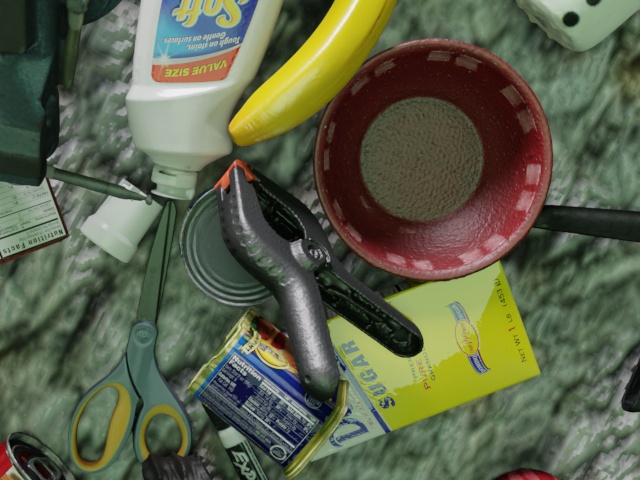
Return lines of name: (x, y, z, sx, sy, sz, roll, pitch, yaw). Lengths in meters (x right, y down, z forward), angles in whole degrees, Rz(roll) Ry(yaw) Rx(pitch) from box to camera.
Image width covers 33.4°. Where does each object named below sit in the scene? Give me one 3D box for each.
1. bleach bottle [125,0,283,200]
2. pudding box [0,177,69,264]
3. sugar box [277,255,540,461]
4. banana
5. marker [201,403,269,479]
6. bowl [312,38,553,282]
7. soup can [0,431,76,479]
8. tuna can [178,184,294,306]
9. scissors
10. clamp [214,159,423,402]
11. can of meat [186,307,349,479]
bleach bottle: (-0.069, -0.151, 0.712, 0.102, 0.068, 0.251, 10, 98, -7)
pudding box: (-0.229, -0.038, 0.705, 0.089, 0.039, 0.113, -24, 100, -38)
sugar box: (0.054, 0.081, 0.750, 0.176, 0.048, 0.093, -22, 97, -2)
banana: (0.008, -0.141, 0.699, 0.070, 0.037, 0.197, 13, 70, 33)
marker: (-0.053, 0.161, 0.765, 0.020, 0.020, 0.121, -26, 97, -1)
bowl: (0.074, -0.055, 0.732, 0.162, 0.055, 0.162, 0, 96, -3)
soup can: (-0.224, 0.191, 0.734, 0.102, 0.068, 0.068, -44, 97, 2)
tuna can: (-0.055, 0.001, 0.737, 0.086, 0.034, 0.086, -1, 96, -10)
scissors: (-0.110, 0.081, 0.756, 0.096, 0.016, 0.202, 27, 94, -7)
clamp: (-0.004, 0.022, 0.686, 0.039, 0.120, 0.171, -41, 67, 27)
can of meat: (-0.032, 0.093, 0.677, 0.084, 0.102, 0.057, 39, 97, -2)
